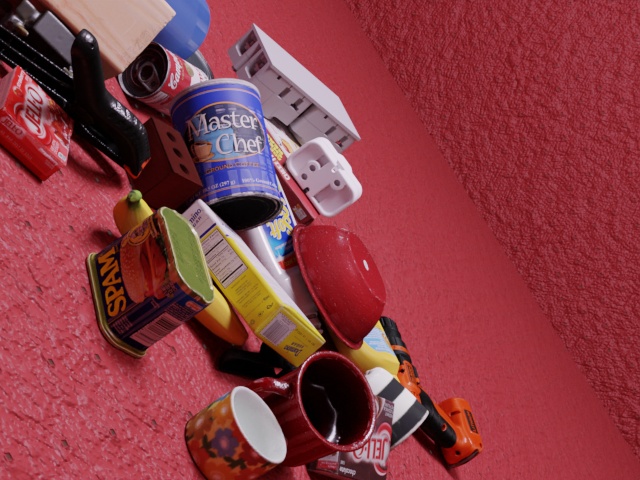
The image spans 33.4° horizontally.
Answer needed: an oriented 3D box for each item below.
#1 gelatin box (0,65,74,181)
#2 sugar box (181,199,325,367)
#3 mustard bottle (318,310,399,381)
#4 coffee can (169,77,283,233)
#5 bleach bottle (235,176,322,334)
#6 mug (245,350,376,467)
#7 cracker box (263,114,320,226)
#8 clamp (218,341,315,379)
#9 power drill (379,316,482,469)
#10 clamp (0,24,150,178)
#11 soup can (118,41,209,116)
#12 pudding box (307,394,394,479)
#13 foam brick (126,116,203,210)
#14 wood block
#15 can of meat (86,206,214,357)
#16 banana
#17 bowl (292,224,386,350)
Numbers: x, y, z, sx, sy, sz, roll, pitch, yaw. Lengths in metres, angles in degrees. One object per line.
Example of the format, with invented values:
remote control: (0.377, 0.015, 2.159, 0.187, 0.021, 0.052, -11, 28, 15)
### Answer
gelatin box: (-0.254, -0.103, 0.936, 0.073, 0.030, 0.089, 47, 17, -29)
sugar box: (-0.074, 0.042, 1.066, 0.176, 0.048, 0.093, 45, -1, 39)
mustard bottle: (0.050, 0.123, 1.326, 0.096, 0.058, 0.192, 26, 32, -58)
coffee can: (-0.104, -0.091, 1.164, 0.102, 0.103, 0.140, 27, 47, -60)
bleach bottle: (-0.058, 0.002, 1.236, 0.102, 0.068, 0.251, 1, 56, -54)
mug: (-0.019, 0.153, 0.961, 0.117, 0.082, 0.093, 24, 52, -32)
cracker box: (-0.057, -0.094, 1.428, 0.164, 0.072, 0.213, 53, 17, -2)
clamp: (-0.034, 0.147, 1.070, 0.120, 0.039, 0.171, 63, 23, 3)
power drill: (0.133, 0.205, 1.417, 0.187, 0.057, 0.184, 41, 24, -34)
clamp: (-0.213, -0.129, 0.980, 0.165, 0.036, 0.209, 13, -27, 42)
soup can: (-0.181, -0.186, 1.254, 0.068, 0.068, 0.102, 61, 16, 20)
pudding box: (0.034, 0.200, 1.089, 0.113, 0.039, 0.090, 30, 62, -53)
foam brick: (-0.166, -0.077, 1.104, 0.053, 0.051, 0.078, 30, 30, -57)
wood block: (-0.256, -0.263, 1.055, 0.206, 0.090, 0.091, 44, -15, -19)
can of meat: (-0.141, 0.033, 0.894, 0.057, 0.084, 0.102, 39, 23, -46)
banana: (-0.136, 0.024, 0.986, 0.197, 0.037, 0.070, 54, -10, -33)
bowl: (0.031, 0.042, 1.231, 0.162, 0.055, 0.162, 55, 16, -25)
